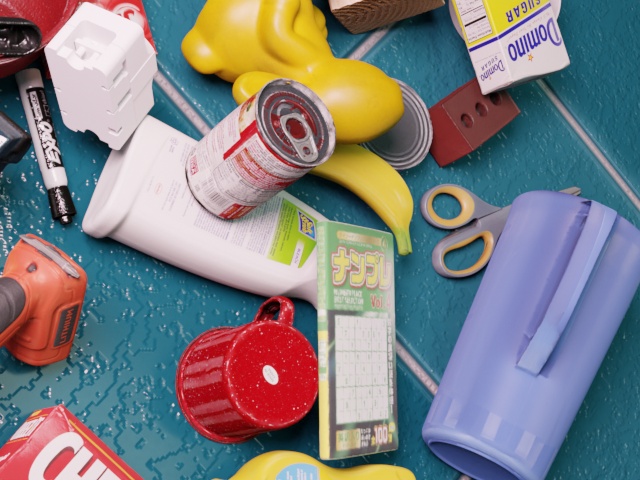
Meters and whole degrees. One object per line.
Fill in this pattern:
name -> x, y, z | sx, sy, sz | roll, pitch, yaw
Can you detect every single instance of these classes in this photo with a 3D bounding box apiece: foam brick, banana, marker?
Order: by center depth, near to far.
marker -> -0.207, -0.070, 0.808 | 0.020, 0.020, 0.121 | -12, 84, -32
banana -> 0.003, -0.059, 0.899 | 0.197, 0.037, 0.069 | 25, 62, -10
foam brick -> 0.135, -0.114, 0.995 | 0.078, 0.051, 0.053 | -39, 97, -31

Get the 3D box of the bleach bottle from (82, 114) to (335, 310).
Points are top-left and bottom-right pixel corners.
bleach bottle -> -0.056, 0.001, 0.851 | 0.250, 0.068, 0.102 | 29, 61, -23

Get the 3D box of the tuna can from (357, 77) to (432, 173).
tuna can -> 0.056, -0.100, 0.957 | 0.086, 0.034, 0.086 | 8, 74, -28

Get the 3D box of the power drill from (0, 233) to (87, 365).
power drill -> -0.236, 0.092, 0.687 | 0.057, 0.185, 0.187 | 34, 42, 9

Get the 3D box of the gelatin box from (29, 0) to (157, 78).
gelatin box -> -0.181, -0.171, 0.843 | 0.089, 0.030, 0.073 | -14, 85, -31

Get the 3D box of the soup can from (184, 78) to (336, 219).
soup can -> -0.046, -0.064, 0.776 | 0.068, 0.102, 0.068 | 18, 58, -31

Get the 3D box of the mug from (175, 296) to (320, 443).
mug -> -0.048, 0.096, 0.819 | 0.093, 0.082, 0.117 | 32, 64, -19

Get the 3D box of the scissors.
scissors -> 0.167, -0.037, 1.015 | 0.201, 0.016, 0.096 | -37, 97, -32

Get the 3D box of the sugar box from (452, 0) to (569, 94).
sugar box -> 0.163, -0.229, 0.979 | 0.093, 0.048, 0.176 | -21, 90, -39

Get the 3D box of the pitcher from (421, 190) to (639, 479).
pitcher -> 0.183, 0.083, 0.914 | 0.149, 0.145, 0.242 | 44, 65, -36

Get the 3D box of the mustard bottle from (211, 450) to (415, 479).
mustard bottle -> -0.016, 0.213, 0.821 | 0.191, 0.058, 0.096 | 14, 73, -26
